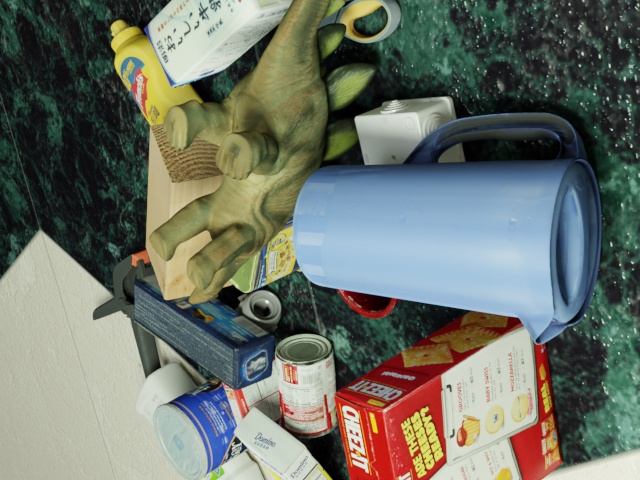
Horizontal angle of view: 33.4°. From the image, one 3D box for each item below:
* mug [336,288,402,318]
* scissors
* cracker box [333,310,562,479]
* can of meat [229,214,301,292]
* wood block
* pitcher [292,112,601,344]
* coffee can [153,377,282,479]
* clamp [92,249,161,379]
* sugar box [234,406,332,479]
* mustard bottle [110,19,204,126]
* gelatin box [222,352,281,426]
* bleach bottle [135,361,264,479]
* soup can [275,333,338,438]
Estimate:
[{"bbox_3d":[0.072,0.012,1.031,0.093,0.081,0.117,54,142,14],"label":"mug"},{"bbox_3d":[0.001,-0.225,1.040,0.202,0.016,0.096,4,112,50],"label":"scissors"},{"bbox_3d":[0.119,0.169,0.952,0.072,0.213,0.164,9,117,48],"label":"cracker box"},{"bbox_3d":[-0.058,0.002,1.182,0.057,0.083,0.102,41,137,29],"label":"can of meat"},{"bbox_3d":[-0.145,-0.035,1.226,0.206,0.090,0.091,102,149,-49],"label":"wood block"},{"bbox_3d":[0.105,-0.016,0.892,0.243,0.149,0.145,5,122,31],"label":"pitcher"},{"bbox_3d":[-0.124,0.224,1.341,0.103,0.140,0.103,28,130,39],"label":"coffee can"},{"bbox_3d":[-0.275,0.090,1.536,0.165,0.036,0.210,37,133,32],"label":"clamp"},{"bbox_3d":[-0.031,0.273,1.270,0.093,0.048,0.176,31,164,37],"label":"sugar box"},{"bbox_3d":[-0.193,-0.183,1.264,0.192,0.058,0.096,57,154,12],"label":"mustard bottle"},{"bbox_3d":[-0.068,0.184,1.294,0.030,0.089,0.073,-5,106,53],"label":"gelatin box"},{"bbox_3d":[-0.155,0.291,1.485,0.251,0.067,0.103,47,140,19],"label":"bleach bottle"},{"bbox_3d":[-0.016,0.168,1.239,0.069,0.068,0.102,22,125,43],"label":"soup can"}]
